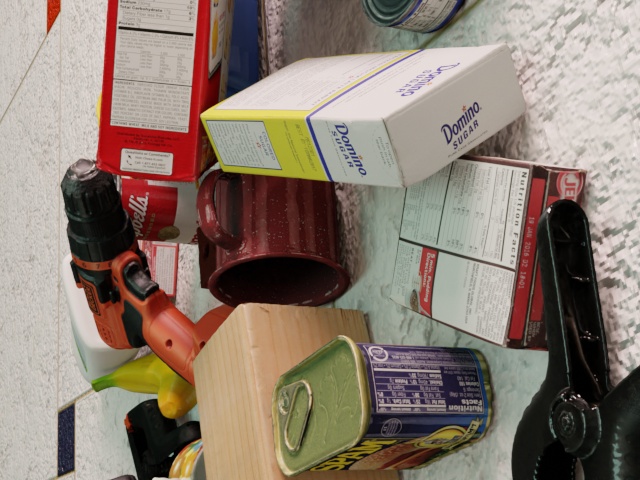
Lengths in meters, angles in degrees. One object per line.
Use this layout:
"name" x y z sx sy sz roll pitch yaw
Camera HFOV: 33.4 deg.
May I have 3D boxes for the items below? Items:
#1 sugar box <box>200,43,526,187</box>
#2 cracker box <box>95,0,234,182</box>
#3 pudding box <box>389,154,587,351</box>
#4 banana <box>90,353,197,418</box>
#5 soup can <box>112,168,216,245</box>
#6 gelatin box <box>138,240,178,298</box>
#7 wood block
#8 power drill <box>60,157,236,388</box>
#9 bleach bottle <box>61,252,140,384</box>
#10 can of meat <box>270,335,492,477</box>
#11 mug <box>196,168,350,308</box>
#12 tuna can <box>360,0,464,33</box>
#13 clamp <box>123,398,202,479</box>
"sugar box" 0.018 -0.070 0.596 0.177 0.093 0.048 14 130 53
"cracker box" -0.098 -0.153 0.711 0.164 0.072 0.214 -88 3 -81
"pudding box" 0.083 0.001 0.549 0.114 0.039 0.090 18 101 60
"banana" -0.137 0.125 0.925 0.037 0.069 0.198 61 154 -12
"soup can" -0.133 -0.032 0.902 0.069 0.102 0.068 -19 68 61
"gelatin box" -0.164 0.013 1.033 0.073 0.030 0.089 -8 78 62
"wood block" -0.011 0.150 0.646 0.090 0.090 0.206 -50 43 48
"power drill" -0.120 0.043 0.801 0.188 0.057 0.184 34 146 35
"bleach bottle" -0.217 0.084 1.051 0.251 0.068 0.102 131 124 -68
"can of meat" 0.032 0.092 0.580 0.102 0.083 0.057 -42 50 53
"mug" -0.037 -0.010 0.705 0.093 0.117 0.081 -25 56 36
"tuna can" 0.057 -0.167 0.632 0.086 0.033 0.086 -18 69 61
"clamp" -0.134 0.190 0.929 0.210 0.036 0.165 -133 46 -57
